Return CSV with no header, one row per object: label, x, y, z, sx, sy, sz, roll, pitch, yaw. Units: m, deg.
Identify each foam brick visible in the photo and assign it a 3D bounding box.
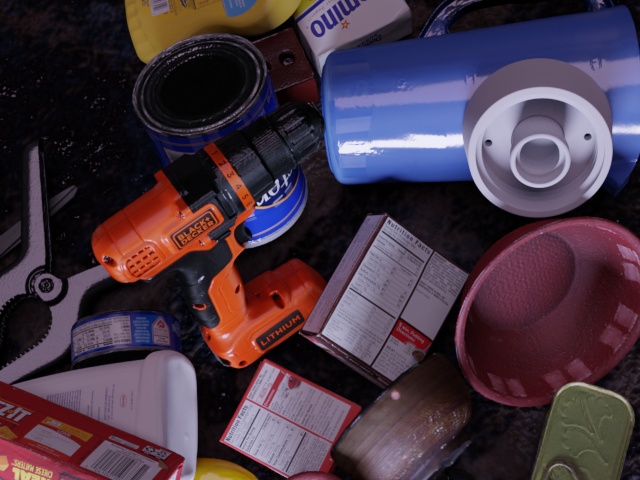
foam brick,-0.046,-0.135,0.906,0.078,0.051,0.053,-23,72,-2

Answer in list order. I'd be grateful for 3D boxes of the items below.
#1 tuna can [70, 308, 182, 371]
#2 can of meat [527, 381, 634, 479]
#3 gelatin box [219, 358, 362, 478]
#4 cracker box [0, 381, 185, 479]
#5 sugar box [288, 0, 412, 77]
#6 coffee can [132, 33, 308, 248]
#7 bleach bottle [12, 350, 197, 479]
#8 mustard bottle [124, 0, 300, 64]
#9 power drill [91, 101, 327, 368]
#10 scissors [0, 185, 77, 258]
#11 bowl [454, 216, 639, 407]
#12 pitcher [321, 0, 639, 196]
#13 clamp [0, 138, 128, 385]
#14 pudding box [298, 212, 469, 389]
tuna can,-0.150,0.081,0.828,0.086,0.086,0.034,-8,70,3
can of meat,0.182,0.161,0.769,0.057,0.084,0.102,16,74,10
gelatin box,-0.022,0.143,0.824,0.089,0.030,0.073,25,77,13
cracker box,-0.195,0.221,0.741,0.164,0.072,0.214,19,111,12
sugar box,0.000,-0.239,0.939,0.093,0.048,0.176,-28,70,-3
coffee can,-0.074,-0.074,0.829,0.103,0.140,0.103,-7,53,10
bleach bottle,-0.220,0.146,0.810,0.251,0.068,0.102,-7,73,17
mustard bottle,-0.072,-0.216,0.898,0.192,0.058,0.096,-15,72,23
power drill,-0.055,0.001,0.790,0.184,0.187,0.057,-34,49,-5
scissors,-0.280,0.036,0.892,0.201,0.016,0.096,-25,73,-3
bowl,0.165,0.043,0.796,0.162,0.162,0.055,-27,34,-4
pitcher,0.126,-0.117,0.847,0.243,0.145,0.149,-4,31,7
clamp,-0.209,0.039,0.871,0.164,0.036,0.210,24,79,3
pudding box,0.051,0.048,0.823,0.090,0.039,0.113,35,74,-18
